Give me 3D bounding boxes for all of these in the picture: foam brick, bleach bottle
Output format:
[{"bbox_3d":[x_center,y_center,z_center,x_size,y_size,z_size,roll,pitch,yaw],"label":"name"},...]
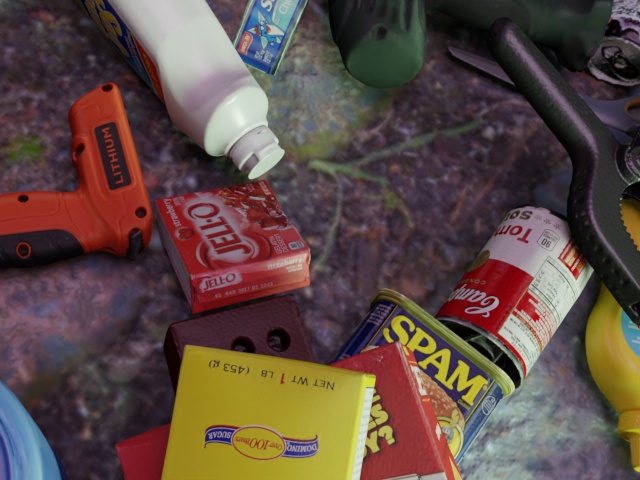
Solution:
[{"bbox_3d":[-0.049,0.071,0.634,0.078,0.051,0.053,-14,74,-17],"label":"foam brick"},{"bbox_3d":[-0.108,-0.147,0.672,0.068,0.103,0.251,-35,80,-17],"label":"bleach bottle"}]

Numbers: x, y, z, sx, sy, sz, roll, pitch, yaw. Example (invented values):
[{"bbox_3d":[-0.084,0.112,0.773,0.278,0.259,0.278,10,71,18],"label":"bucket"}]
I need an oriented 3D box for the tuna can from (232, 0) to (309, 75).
[{"bbox_3d":[-0.028,-0.153,0.703,0.033,0.086,0.086,24,67,-5],"label":"tuna can"}]

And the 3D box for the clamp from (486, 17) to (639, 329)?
[{"bbox_3d":[0.184,-0.049,0.673,0.164,0.036,0.210,6,70,-17],"label":"clamp"}]

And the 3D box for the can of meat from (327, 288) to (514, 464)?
[{"bbox_3d":[0.051,0.094,0.646,0.102,0.057,0.084,38,70,3],"label":"can of meat"}]

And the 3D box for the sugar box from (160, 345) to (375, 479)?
[{"bbox_3d":[-0.033,0.144,0.514,0.093,0.048,0.176,7,82,11],"label":"sugar box"}]

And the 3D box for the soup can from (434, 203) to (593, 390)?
[{"bbox_3d":[0.123,0.035,0.677,0.068,0.069,0.102,37,66,2],"label":"soup can"}]

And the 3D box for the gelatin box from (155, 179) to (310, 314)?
[{"bbox_3d":[-0.054,0.001,0.646,0.073,0.030,0.089,-12,36,-16],"label":"gelatin box"}]

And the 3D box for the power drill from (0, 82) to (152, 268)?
[{"bbox_3d":[-0.205,-0.038,0.637,0.187,0.057,0.184,-15,78,-15],"label":"power drill"}]
